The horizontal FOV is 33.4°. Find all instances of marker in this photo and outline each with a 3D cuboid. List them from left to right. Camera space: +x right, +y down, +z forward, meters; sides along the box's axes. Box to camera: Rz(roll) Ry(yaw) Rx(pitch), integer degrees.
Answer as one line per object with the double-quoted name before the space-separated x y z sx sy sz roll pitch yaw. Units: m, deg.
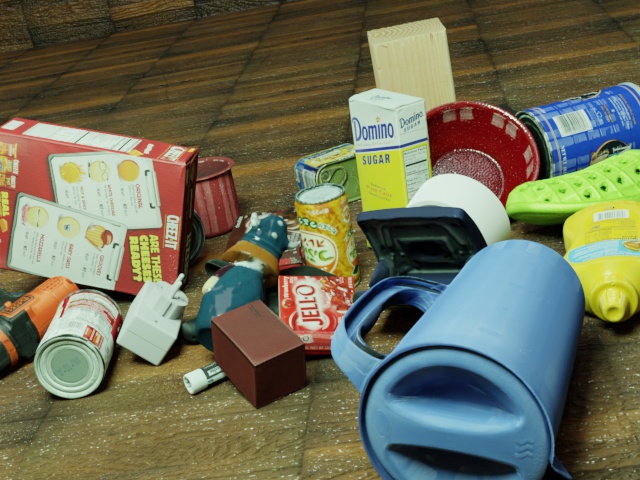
"marker" -0.070 0.109 0.986 0.120 0.020 0.020 -23 24 -28

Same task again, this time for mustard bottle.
"mustard bottle" 0.270 0.023 0.980 0.096 0.058 0.191 -6 21 18

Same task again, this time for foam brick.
"foam brick" -0.054 0.098 0.936 0.052 0.051 0.078 -21 39 -26

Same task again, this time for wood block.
"wood block" 0.120 -0.157 1.308 0.091 0.206 0.090 -10 21 3

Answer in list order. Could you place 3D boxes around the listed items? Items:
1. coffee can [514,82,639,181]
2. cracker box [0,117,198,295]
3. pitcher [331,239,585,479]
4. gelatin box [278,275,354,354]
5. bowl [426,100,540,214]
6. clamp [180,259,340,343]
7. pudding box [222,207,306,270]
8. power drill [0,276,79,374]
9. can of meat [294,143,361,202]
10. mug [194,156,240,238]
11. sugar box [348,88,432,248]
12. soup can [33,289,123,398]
"coffee can" 0.312 -0.121 1.264 0.140 0.103 0.103 -16 21 -12
"cracker box" -0.248 -0.036 1.173 0.214 0.164 0.072 10 23 5
"pitcher" 0.119 0.082 0.800 0.145 0.149 0.242 -14 15 26
"gelatin box" -0.003 0.069 0.998 0.073 0.030 0.089 0 34 -3
"bowl" 0.170 -0.080 1.234 0.162 0.055 0.162 -2 65 4
"clamp" -0.055 0.051 1.089 0.171 0.039 0.120 -7 41 4
"pudding box" -0.058 0.001 1.228 0.090 0.039 0.113 -9 21 8
"power drill" -0.369 0.093 1.124 0.188 0.057 0.184 9 35 39
"can of meat" 0.026 -0.088 1.390 0.102 0.057 0.084 -19 20 -20
"mug" -0.159 -0.052 1.357 0.117 0.081 0.093 -5 22 15
"sugar box" 0.079 -0.069 1.146 0.048 0.176 0.093 -21 23 -25
"soup can" -0.232 0.098 1.029 0.068 0.068 0.102 -10 21 3
